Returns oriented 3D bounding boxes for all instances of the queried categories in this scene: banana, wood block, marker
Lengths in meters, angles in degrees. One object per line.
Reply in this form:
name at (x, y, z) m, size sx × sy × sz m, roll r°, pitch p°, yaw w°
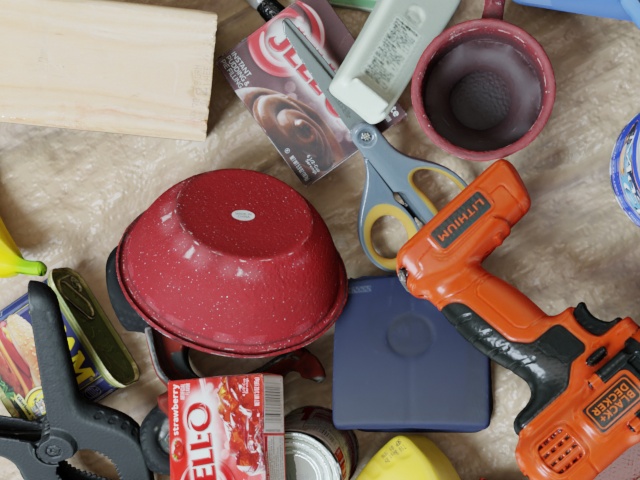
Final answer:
banana at (-0.258, -0.049, 0.804) m, size 0.070 × 0.037 × 0.198 m, roll -25°, pitch 76°, yaw 11°
wood block at (-0.179, -0.122, 0.742) m, size 0.206 × 0.091 × 0.090 m, roll 5°, pitch 95°, yaw -8°
marker at (-0.063, -0.198, 0.789) m, size 0.020 × 0.020 × 0.121 m, roll -43°, pitch 84°, yaw 6°

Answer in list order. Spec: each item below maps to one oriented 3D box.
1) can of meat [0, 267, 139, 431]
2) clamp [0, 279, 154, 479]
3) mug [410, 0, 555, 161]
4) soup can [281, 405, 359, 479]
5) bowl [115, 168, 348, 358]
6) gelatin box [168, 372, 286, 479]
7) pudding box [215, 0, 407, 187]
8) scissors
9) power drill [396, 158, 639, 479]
can of meat at (-0.199, 0.085, 0.792) m, size 0.084 × 0.057 × 0.102 m, roll -33°, pitch 86°, yaw 9°
clamp at (-0.182, 0.128, 0.746) m, size 0.165 × 0.036 × 0.209 m, roll -41°, pitch 116°, yaw 18°
mug at (0.112, -0.110, 0.731) m, size 0.093 × 0.081 × 0.117 m, roll 5°, pitch 91°, yaw 8°
soup can at (-0.012, 0.156, 0.740) m, size 0.068 × 0.102 × 0.068 m, roll 0°, pitch 90°, yaw 8°
bowl at (-0.055, 0.001, 0.718) m, size 0.162 × 0.162 × 0.055 m, roll 22°, pitch 132°, yaw 8°
gelatin box at (-0.060, 0.132, 0.683) m, size 0.073 × 0.030 × 0.089 m, roll -8°, pitch 77°, yaw 27°
pudding box at (-0.006, -0.109, 0.762) m, size 0.090 × 0.039 × 0.113 m, roll -35°, pitch 98°, yaw 7°
scissors at (0.024, -0.054, 0.744) m, size 0.201 × 0.016 × 0.096 m, roll 37°, pitch 101°, yaw -14°
power drill at (0.154, 0.038, 0.666) m, size 0.184 × 0.057 × 0.188 m, roll -41°, pitch 66°, yaw -2°
